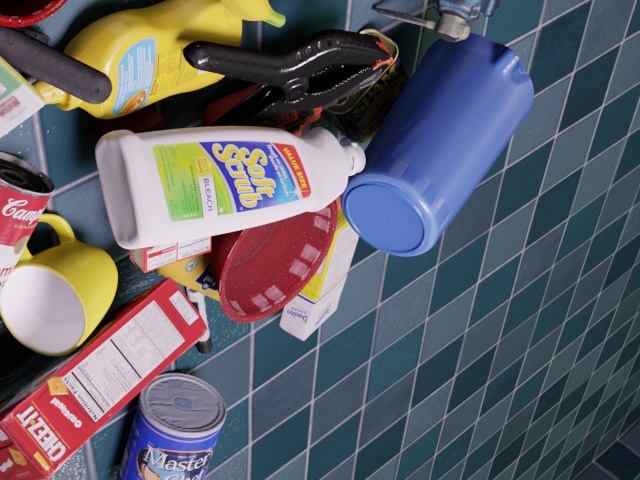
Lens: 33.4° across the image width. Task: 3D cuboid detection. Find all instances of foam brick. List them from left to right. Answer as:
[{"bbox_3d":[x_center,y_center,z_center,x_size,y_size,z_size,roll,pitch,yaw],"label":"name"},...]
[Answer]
[{"bbox_3d":[-0.165,-0.084,0.968,0.053,0.051,0.078,-42,149,-15],"label":"foam brick"}]

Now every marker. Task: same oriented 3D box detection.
[{"bbox_3d":[-0.139,0.092,1.231,0.020,0.020,0.121,-35,147,-26],"label":"marker"}]

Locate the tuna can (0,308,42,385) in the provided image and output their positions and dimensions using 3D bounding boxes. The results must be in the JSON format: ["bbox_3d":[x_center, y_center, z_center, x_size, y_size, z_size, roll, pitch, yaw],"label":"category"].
[{"bbox_3d":[-0.298,0.093,0.997,0.086,0.034,0.086,-34,146,-27],"label":"tuna can"}]

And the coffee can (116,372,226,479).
[{"bbox_3d":[-0.177,0.242,1.259,0.102,0.103,0.140,-16,135,-45],"label":"coffee can"}]

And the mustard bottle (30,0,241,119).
[{"bbox_3d":[-0.157,-0.151,0.898,0.191,0.058,0.096,-28,155,-35],"label":"mustard bottle"}]

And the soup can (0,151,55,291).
[{"bbox_3d":[-0.272,-0.014,0.881,0.068,0.069,0.102,8,117,-57],"label":"soup can"}]

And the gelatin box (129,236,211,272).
[{"bbox_3d":[-0.138,-0.021,0.981,0.073,0.030,0.089,-20,133,-31],"label":"gelatin box"}]

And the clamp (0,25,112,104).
[{"bbox_3d":[-0.242,-0.150,0.767,0.171,0.120,0.039,24,92,-38],"label":"clamp"}]

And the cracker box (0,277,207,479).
[{"bbox_3d":[-0.224,0.139,0.997,0.213,0.072,0.164,-44,-170,-37],"label":"cracker box"}]

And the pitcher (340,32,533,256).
[{"bbox_3d":[0.115,-0.094,1.120,0.242,0.145,0.149,-54,144,-36],"label":"pitcher"}]

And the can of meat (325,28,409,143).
[{"bbox_3d":[0.048,-0.166,1.169,0.102,0.057,0.084,-49,153,-4],"label":"can of meat"}]

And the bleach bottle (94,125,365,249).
[{"bbox_3d":[-0.067,-0.063,0.948,0.250,0.068,0.102,-14,94,-35],"label":"bleach bottle"}]

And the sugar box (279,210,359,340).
[{"bbox_3d":[0.003,0.030,1.318,0.093,0.048,0.176,-40,155,-51],"label":"sugar box"}]

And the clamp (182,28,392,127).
[{"bbox_3d":[-0.035,-0.138,0.968,0.209,0.036,0.165,-17,155,-24],"label":"clamp"}]

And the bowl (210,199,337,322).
[{"bbox_3d":[-0.057,0.001,1.071,0.161,0.055,0.162,-35,145,-30],"label":"bowl"}]

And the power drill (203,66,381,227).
[{"bbox_3d":[-0.014,-0.102,1.096,0.184,0.057,0.187,-21,139,-3],"label":"power drill"}]
